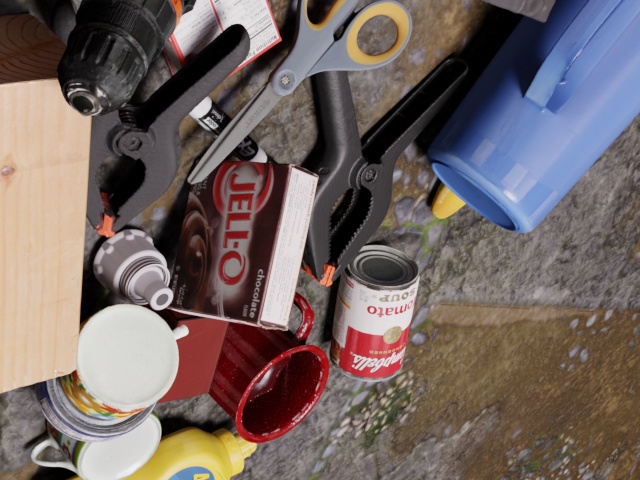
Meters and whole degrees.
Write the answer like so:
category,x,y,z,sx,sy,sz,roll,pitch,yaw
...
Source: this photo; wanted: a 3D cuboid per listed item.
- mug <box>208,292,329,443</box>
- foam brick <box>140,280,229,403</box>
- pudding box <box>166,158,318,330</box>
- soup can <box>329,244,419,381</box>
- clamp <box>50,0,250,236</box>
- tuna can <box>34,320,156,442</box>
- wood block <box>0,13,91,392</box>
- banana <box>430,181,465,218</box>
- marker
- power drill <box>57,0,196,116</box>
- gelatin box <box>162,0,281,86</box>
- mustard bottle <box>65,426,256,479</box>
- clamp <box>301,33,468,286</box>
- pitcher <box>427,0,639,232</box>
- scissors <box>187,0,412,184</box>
category,x,y,z,sx,sy,sz,roll,pitch,yaw
mug,-0.048,0.091,0.855,0.093,0.082,0.117,14,109,-51
foam brick,-0.109,0.076,0.812,0.051,0.053,0.078,-6,125,-41
pudding box,-0.055,0.001,0.744,0.039,0.090,0.113,15,83,-50
soup can,0.047,0.063,0.937,0.068,0.069,0.102,-17,130,-34
clamp,-0.129,-0.077,0.670,0.120,0.039,0.172,16,122,-24
tuna can,-0.157,0.099,0.759,0.086,0.086,0.034,-23,176,-29
wood block,-0.196,-0.017,0.627,0.090,0.090,0.206,-13,129,-35
banana,0.177,-0.090,0.961,0.197,0.037,0.069,-33,138,-20
marker,-0.061,-0.073,0.765,0.020,0.020,0.121,-49,141,-1
power drill,-0.118,-0.181,0.535,0.187,0.057,0.184,68,27,-46
gelatin box,-0.072,-0.147,0.687,0.073,0.030,0.089,-39,140,-15
mustard bottle,-0.136,0.203,0.882,0.191,0.058,0.096,-21,142,-31
clamp,0.037,-0.064,0.850,0.164,0.036,0.210,-6,120,-40
pitcher,0.198,-0.131,0.857,0.149,0.145,0.243,41,86,-32
scissors,-0.006,-0.109,0.746,0.096,0.016,0.202,27,90,-21
